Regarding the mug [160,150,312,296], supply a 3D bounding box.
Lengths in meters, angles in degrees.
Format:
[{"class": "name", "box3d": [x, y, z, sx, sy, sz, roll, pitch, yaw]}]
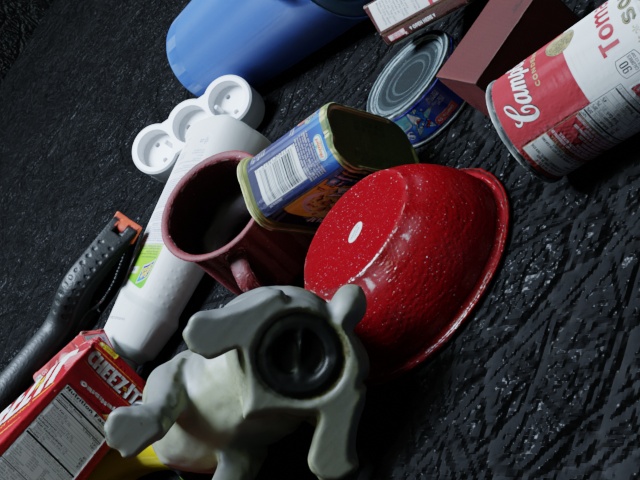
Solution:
[{"class": "mug", "box3d": [-0.055, 0.001, 0.794, 0.093, 0.081, 0.117, -34, 48, 11]}]

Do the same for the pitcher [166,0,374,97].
[{"class": "pitcher", "box3d": [-0.045, -0.231, 1.054, 0.243, 0.149, 0.145, -26, 52, 51]}]

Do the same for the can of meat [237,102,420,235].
[{"class": "can of meat", "box3d": [0.008, -0.048, 0.741, 0.084, 0.101, 0.057, -32, 66, 34]}]

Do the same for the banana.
[{"class": "banana", "box3d": [-0.164, 0.188, 0.816, 0.198, 0.037, 0.069, -38, 27, 31]}]

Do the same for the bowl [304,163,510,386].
[{"class": "bowl", "box3d": [0.040, 0.008, 0.668, 0.162, 0.055, 0.162, -40, 29, 27]}]

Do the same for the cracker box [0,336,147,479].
[{"class": "cracker box", "box3d": [-0.235, 0.180, 0.775, 0.164, 0.072, 0.213, -38, 9, 28]}]

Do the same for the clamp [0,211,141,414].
[{"class": "clamp", "box3d": [-0.227, 0.071, 0.960, 0.210, 0.036, 0.164, -59, -8, 16]}]

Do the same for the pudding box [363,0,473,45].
[{"class": "pudding box", "box3d": [0.100, -0.192, 0.785, 0.113, 0.039, 0.090, -39, 12, -37]}]

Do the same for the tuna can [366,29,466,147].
[{"class": "tuna can", "box3d": [0.074, -0.112, 0.784, 0.086, 0.033, 0.086, -41, 28, 27]}]

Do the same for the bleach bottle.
[{"class": "bleach bottle", "box3d": [-0.132, 0.011, 0.959, 0.103, 0.068, 0.250, -7, 54, 62]}]

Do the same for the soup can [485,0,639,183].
[{"class": "soup can", "box3d": [0.150, -0.085, 0.577, 0.102, 0.068, 0.068, -34, 31, 35]}]

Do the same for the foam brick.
[{"class": "foam brick", "box3d": [0.125, -0.119, 0.684, 0.078, 0.051, 0.053, -54, 26, 0]}]
